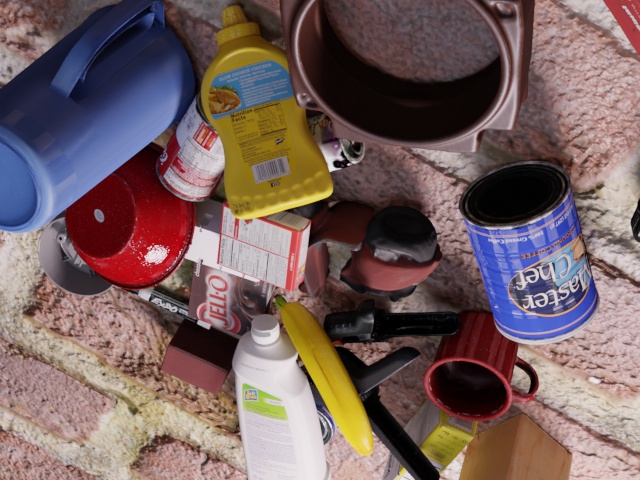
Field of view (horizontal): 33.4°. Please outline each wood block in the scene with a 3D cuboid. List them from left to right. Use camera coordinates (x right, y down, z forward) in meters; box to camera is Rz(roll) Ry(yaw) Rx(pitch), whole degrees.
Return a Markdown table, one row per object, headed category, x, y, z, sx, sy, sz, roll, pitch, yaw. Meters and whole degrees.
| category | x | y | z | sx | sy | sz | roll | pitch | yaw |
| --- | --- | --- | --- | --- | --- | --- | --- | --- | --- |
| wood block | 0.203 | 0.306 | 1.169 | 0.090 | 0.206 | 0.091 | 40 | 131 | -13 |

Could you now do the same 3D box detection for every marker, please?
| category | x | y | z | sx | sy | sz | roll | pitch | yaw |
| --- | --- | --- | --- | --- | --- | --- | --- | --- | --- |
| marker | -0.182 | 0.071 | 1.257 | 0.121 | 0.020 | 0.020 | 24 | 133 | 1 |

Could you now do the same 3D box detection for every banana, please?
| category | x | y | z | sx | sy | sz | roll | pitch | yaw |
| --- | --- | --- | --- | --- | --- | --- | --- | --- | --- |
| banana | 0.009 | 0.141 | 1.139 | 0.037 | 0.069 | 0.198 | -28 | 85 | 0 |

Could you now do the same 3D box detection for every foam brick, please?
| category | x | y | z | sx | sy | sz | roll | pitch | yaw |
| --- | --- | --- | --- | --- | --- | --- | --- | --- | --- |
| foam brick | -0.142 | 0.138 | 1.274 | 0.078 | 0.053 | 0.051 | 24 | 133 | 3 |

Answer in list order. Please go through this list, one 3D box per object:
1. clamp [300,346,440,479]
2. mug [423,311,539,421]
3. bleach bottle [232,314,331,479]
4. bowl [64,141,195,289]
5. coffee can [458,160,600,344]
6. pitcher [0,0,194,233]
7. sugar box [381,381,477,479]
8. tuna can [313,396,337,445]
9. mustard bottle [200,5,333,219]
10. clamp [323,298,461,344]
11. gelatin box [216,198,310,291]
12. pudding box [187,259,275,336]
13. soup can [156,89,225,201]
| category | x | y | z | sx | sy | sz | roll | pitch | yaw |
| --- | --- | --- | --- | --- | --- | --- | --- | --- | --- |
| clamp | 0.048 | 0.161 | 1.169 | 0.210 | 0.036 | 0.164 | 24 | 128 | 45 |
| mug | 0.173 | 0.132 | 1.120 | 0.117 | 0.081 | 0.093 | 19 | 133 | 7 |
| bleach bottle | -0.046 | 0.191 | 1.226 | 0.103 | 0.068 | 0.251 | 8 | 128 | 16 |
| bowl | -0.211 | -0.027 | 1.106 | 0.162 | 0.055 | 0.162 | 1 | 93 | 28 |
| coffee can | 0.196 | 0.012 | 0.995 | 0.103 | 0.102 | 0.140 | -5 | 126 | 26 |
| pitcher | -0.221 | -0.118 | 0.962 | 0.145 | 0.242 | 0.149 | -5 | 119 | 28 |
| sugar box | 0.125 | 0.227 | 1.212 | 0.048 | 0.093 | 0.176 | 25 | 134 | -2 |
| tuna can | -0.020 | 0.213 | 1.299 | 0.086 | 0.033 | 0.086 | 12 | 131 | 13 |
| mustard bottle | -0.057 | -0.121 | 0.977 | 0.096 | 0.058 | 0.191 | -15 | 89 | 7 |
| clamp | 0.066 | 0.090 | 1.132 | 0.120 | 0.039 | 0.172 | 14 | 166 | -20 |
| gelatin box | -0.057 | 0.001 | 1.059 | 0.089 | 0.030 | 0.073 | 20 | 124 | 18 |
| pudding box | -0.098 | 0.054 | 1.194 | 0.090 | 0.039 | 0.114 | 19 | 133 | 6 |
| soup can | -0.112 | -0.095 | 1.055 | 0.068 | 0.068 | 0.102 | 33 | 132 | -7 |
